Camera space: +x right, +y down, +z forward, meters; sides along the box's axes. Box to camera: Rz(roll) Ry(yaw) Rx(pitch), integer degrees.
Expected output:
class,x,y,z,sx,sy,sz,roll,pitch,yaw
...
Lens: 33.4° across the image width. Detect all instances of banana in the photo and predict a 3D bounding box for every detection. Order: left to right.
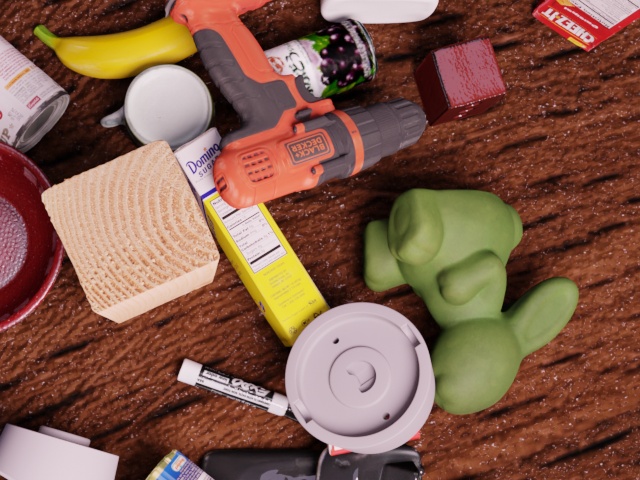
class,x,y,z,sx,sy,sz,roll,pitch,yaw
banana,-0.136,-0.178,0.892,0.197,0.037,0.069,-18,87,-8

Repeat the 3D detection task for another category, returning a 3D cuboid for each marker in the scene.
class,x,y,z,sx,sy,sz,roll,pitch,yaw
marker,-0.058,0.126,0.878,0.121,0.020,0.020,20,82,-4

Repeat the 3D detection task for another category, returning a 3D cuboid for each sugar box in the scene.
class,x,y,z,sx,sy,sz,roll,pitch,yaw
sugar box,-0.056,0.001,0.855,0.048,0.093,0.176,-35,88,-9

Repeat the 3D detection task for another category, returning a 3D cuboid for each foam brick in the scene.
class,x,y,z,sx,sy,sz,roll,pitch,yaw
foam brick,0.116,-0.132,0.895,0.053,0.078,0.051,-17,87,-6

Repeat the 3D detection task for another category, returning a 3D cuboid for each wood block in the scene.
class,x,y,z,sx,sy,sz,roll,pitch,yaw
wood block,-0.134,0.001,0.788,0.090,0.206,0.090,-25,87,-9

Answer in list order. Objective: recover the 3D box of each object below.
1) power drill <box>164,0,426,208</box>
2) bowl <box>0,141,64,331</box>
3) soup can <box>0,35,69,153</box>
class,x,y,z,sx,sy,sz,roll,pitch,yaw
power drill,-0.023,-0.131,0.822,0.184,0.057,0.188,-21,82,-28
bowl,-0.281,-0.001,0.848,0.162,0.055,0.162,1,84,-6
soup can,-0.262,-0.126,0.857,0.102,0.068,0.068,41,81,-2
